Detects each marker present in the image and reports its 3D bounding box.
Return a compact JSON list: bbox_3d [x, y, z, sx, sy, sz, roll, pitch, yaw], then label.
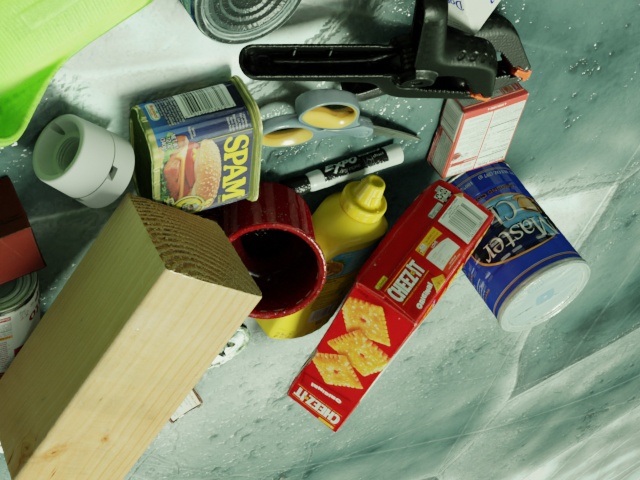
[{"bbox_3d":[0.017,-0.059,0.932,0.121,0.020,0.020,-19,147,-21],"label":"marker"}]

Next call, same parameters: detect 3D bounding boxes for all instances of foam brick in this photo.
[{"bbox_3d":[-0.242,0.001,0.752,0.078,0.053,0.051,-22,148,-16],"label":"foam brick"}]

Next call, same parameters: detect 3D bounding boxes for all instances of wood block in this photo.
[{"bbox_3d":[-0.147,0.080,0.782,0.090,0.091,0.206,19,115,-43],"label":"wood block"}]

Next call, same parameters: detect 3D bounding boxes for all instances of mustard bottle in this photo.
[{"bbox_3d":[0.010,0.011,0.975,0.096,0.058,0.192,-18,152,-41],"label":"mustard bottle"}]

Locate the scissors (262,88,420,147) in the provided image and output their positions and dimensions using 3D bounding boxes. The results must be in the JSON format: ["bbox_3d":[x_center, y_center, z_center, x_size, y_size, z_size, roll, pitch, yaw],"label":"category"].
[{"bbox_3d":[0.013,-0.089,0.884,0.096,0.016,0.201,-18,168,18],"label":"scissors"}]

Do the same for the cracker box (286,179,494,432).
[{"bbox_3d":[0.061,0.063,1.009,0.164,0.072,0.214,-49,173,-39],"label":"cracker box"}]

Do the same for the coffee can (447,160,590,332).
[{"bbox_3d":[0.183,0.005,1.055,0.102,0.140,0.103,-23,148,-16],"label":"coffee can"}]

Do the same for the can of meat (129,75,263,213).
[{"bbox_3d":[-0.093,-0.065,0.790,0.083,0.057,0.102,-17,145,-19],"label":"can of meat"}]

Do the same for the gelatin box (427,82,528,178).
[{"bbox_3d":[0.142,-0.103,0.974,0.073,0.030,0.089,-19,147,-23],"label":"gelatin box"}]

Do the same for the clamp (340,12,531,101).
[{"bbox_3d":[0.108,-0.160,0.854,0.171,0.039,0.120,-6,145,-33],"label":"clamp"}]

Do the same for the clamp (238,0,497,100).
[{"bbox_3d":[0.070,-0.131,0.757,0.209,0.036,0.165,3,170,-44],"label":"clamp"}]

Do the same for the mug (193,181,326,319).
[{"bbox_3d":[-0.056,0.001,0.878,0.117,0.081,0.093,16,119,-15],"label":"mug"}]

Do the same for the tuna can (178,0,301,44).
[{"bbox_3d":[-0.051,-0.171,0.698,0.086,0.034,0.086,-23,148,-16],"label":"tuna can"}]

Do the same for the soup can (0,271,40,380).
[{"bbox_3d":[-0.248,0.060,0.815,0.068,0.068,0.102,-17,145,-25],"label":"soup can"}]
